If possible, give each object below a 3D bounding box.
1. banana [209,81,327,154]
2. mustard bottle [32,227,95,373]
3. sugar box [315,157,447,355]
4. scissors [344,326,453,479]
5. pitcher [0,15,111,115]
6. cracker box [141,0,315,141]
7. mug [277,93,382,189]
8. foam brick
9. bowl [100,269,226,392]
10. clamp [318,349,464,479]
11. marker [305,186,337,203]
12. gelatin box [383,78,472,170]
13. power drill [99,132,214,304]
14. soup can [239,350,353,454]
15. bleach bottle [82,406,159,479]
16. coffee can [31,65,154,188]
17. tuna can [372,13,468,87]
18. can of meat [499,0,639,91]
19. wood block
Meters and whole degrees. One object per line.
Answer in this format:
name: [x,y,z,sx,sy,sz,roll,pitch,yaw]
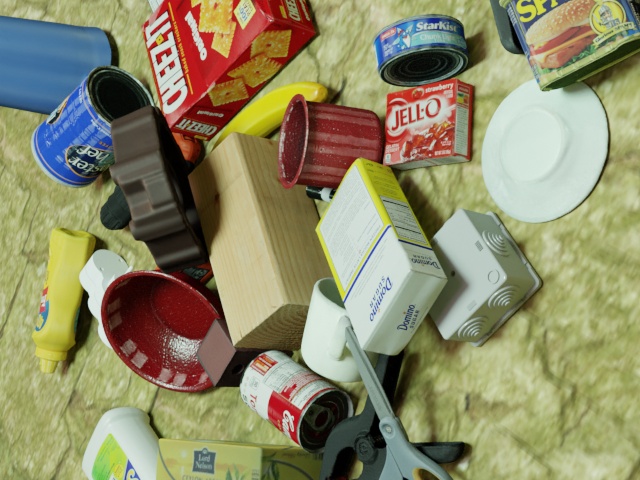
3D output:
banana: [-0.063,-0.125,1.171,0.198,0.037,0.069,-37,45,32]
mustard bottle: [-0.344,0.082,1.415,0.096,0.058,0.191,-158,79,-69]
sugar box: [0.051,0.012,0.961,0.093,0.048,0.176,-61,31,28]
scissors: [0.055,0.180,0.947,0.096,0.016,0.202,-42,80,36]
pitcher: [-0.417,-0.239,1.427,0.149,0.242,0.145,-36,60,45]
cracker box: [-0.113,-0.243,1.228,0.214,0.071,0.164,-38,56,37]
mug: [0.006,-0.088,1.053,0.117,0.081,0.093,135,137,-62]
foam brick: [-0.081,0.119,1.119,0.051,0.078,0.053,51,121,39]
bowl: [-0.163,0.090,1.194,0.162,0.055,0.162,11,124,17]
clamp: [0.050,0.179,0.994,0.172,0.039,0.120,-39,59,34]
marker: [0.027,-0.042,1.077,0.121,0.020,0.020,17,95,47]
gelatin box: [0.100,-0.108,1.004,0.089,0.030,0.073,-4,79,46]
power drill: [-0.196,-0.017,1.282,0.185,0.057,0.188,-42,54,34]
soup can: [-0.025,0.158,1.058,0.102,0.068,0.068,27,102,46]
bleach bottle: [-0.180,0.303,1.203,0.251,0.067,0.103,42,113,40]
coffee can: [-0.294,-0.145,1.379,0.141,0.102,0.103,-34,59,37]
tuna can: [0.093,-0.173,0.984,0.086,0.085,0.034,-22,69,43]
can of meat: [0.209,-0.179,0.866,0.102,0.057,0.084,-26,80,35]
wood block: [-0.058,0.001,1.108,0.091,0.090,0.206,-40,56,36]
